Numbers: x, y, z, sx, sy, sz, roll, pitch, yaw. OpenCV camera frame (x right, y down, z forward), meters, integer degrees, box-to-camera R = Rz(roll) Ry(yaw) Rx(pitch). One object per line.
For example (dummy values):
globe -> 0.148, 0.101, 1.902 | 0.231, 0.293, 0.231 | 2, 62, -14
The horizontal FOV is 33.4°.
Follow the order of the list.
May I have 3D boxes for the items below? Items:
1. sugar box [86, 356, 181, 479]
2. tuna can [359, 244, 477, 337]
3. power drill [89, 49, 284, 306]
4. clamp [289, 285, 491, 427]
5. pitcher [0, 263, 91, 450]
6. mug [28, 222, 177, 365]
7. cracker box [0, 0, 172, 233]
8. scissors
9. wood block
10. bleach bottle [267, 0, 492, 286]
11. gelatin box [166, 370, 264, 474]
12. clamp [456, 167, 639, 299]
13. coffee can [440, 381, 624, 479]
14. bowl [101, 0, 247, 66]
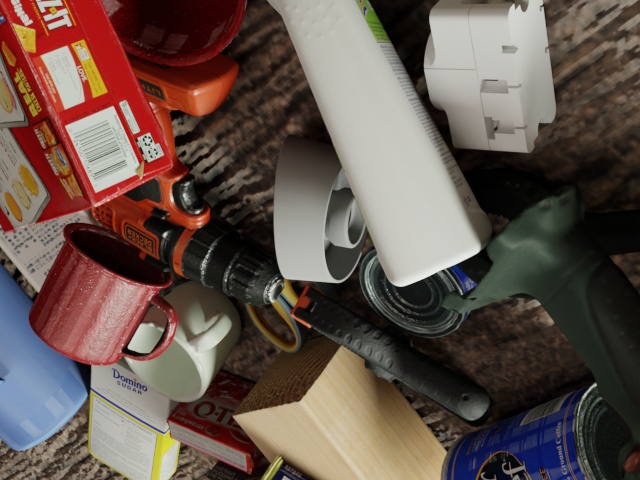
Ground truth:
sugar box -> -0.183, 0.171, 1.064 | 0.093, 0.048, 0.176 | 29, 134, 13
tuna can -> 0.071, 0.027, 0.761 | 0.086, 0.033, 0.086 | 20, 135, 21
power drill -> -0.101, -0.052, 0.785 | 0.185, 0.057, 0.188 | 26, 133, 24
clamp -> 0.058, 0.090, 0.800 | 0.172, 0.039, 0.120 | 32, 169, 24
pitcher -> -0.339, 0.091, 1.039 | 0.145, 0.149, 0.242 | -22, 114, 45
mug -> -0.166, 0.050, 0.836 | 0.117, 0.093, 0.081 | 32, 103, 6
cracker box -> -0.199, -0.099, 0.742 | 0.214, 0.072, 0.164 | -8, 108, 59
scissors -> -0.056, 0.001, 0.846 | 0.096, 0.016, 0.201 | -19, 108, 37
wood block -> 0.037, 0.184, 0.880 | 0.091, 0.090, 0.206 | -22, 111, 45
bleach bottle -> 0.021, -0.101, 0.638 | 0.068, 0.102, 0.251 | -25, 92, 11
gelatin box -> -0.080, 0.159, 0.956 | 0.089, 0.073, 0.030 | 19, 134, 23
clamp -> 0.155, 0.003, 0.676 | 0.210, 0.036, 0.165 | 30, 135, 16
coffee can -> 0.168, 0.167, 0.759 | 0.103, 0.102, 0.141 | 46, 138, -7
bowl -> -0.102, -0.195, 0.680 | 0.162, 0.055, 0.162 | 20, 135, 21
